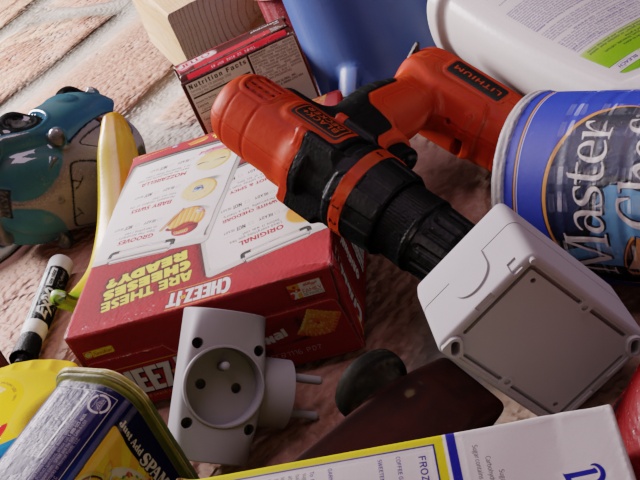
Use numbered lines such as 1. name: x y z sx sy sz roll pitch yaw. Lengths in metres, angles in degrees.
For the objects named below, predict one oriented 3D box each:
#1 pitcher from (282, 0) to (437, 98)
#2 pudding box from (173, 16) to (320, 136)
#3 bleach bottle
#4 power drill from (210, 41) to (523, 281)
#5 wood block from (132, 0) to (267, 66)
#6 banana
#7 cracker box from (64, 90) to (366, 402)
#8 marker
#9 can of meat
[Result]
1. pitcher: 0.020 -0.238 0.839 0.145 0.243 0.149 -28 24 -3
2. pudding box: -0.044 -0.095 0.785 0.090 0.113 0.039 -24 33 -1
3. bleach bottle: 0.174 -0.106 0.652 0.102 0.068 0.251 -34 44 -7
4. power drill: 0.056 -0.052 0.627 0.185 0.057 0.187 38 36 24
5. wood block: -0.123 -0.229 1.075 0.090 0.090 0.206 -29 31 -9
6. banana: -0.147 -0.008 0.754 0.037 0.069 0.198 -6 43 6
7. cracker box: -0.054 0.001 0.684 0.164 0.072 0.213 -17 32 13
8. marker: -0.197 0.050 0.756 0.020 0.020 0.121 -17 31 12
9. can of meat: -0.107 0.125 0.497 0.058 0.102 0.083 -1 39 33
